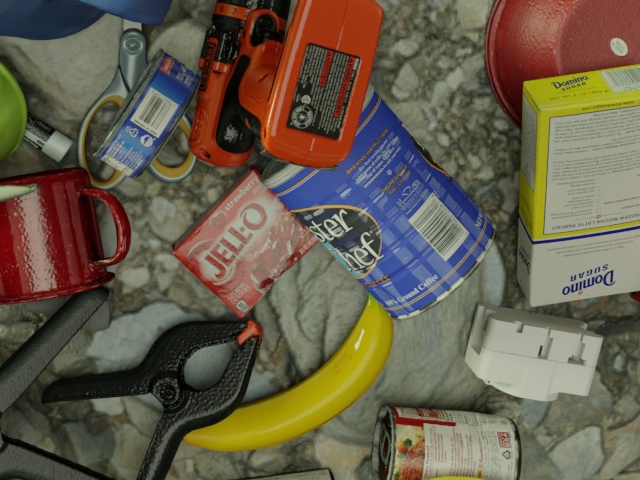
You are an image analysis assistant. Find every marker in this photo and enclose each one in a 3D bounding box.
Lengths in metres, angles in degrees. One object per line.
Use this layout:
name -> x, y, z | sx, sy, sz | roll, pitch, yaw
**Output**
marker -> -0.231, -0.097, 0.756 | 0.121, 0.020, 0.020 | 35, 96, -12

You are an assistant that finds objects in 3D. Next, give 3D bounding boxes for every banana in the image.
banana -> -0.013, 0.111, 0.820 | 0.198, 0.037, 0.070 | -39, 79, 0

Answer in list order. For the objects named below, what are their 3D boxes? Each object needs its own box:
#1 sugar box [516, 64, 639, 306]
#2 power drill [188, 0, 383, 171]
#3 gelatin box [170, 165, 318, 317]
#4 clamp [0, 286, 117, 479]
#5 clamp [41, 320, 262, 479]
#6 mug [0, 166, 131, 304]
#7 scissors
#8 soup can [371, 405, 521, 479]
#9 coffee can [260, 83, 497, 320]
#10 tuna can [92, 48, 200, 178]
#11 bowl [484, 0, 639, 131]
sugar box -> 0.193, -0.036, 0.773 | 0.093, 0.048, 0.176 | -8, 130, -4
power drill -> -0.026, -0.127, 0.689 | 0.057, 0.188, 0.184 | 9, 99, -23
gelatin box -> -0.055, 0.001, 0.792 | 0.089, 0.030, 0.073 | -45, 103, 4
clamp -> -0.223, 0.138, 0.732 | 0.209, 0.036, 0.164 | -19, 96, -19
clamp -> -0.110, 0.125, 0.797 | 0.171, 0.039, 0.120 | -29, 89, 3
mug -> -0.185, -0.006, 0.740 | 0.117, 0.093, 0.081 | -5, 99, 23
scissors -> -0.117, -0.127, 0.765 | 0.096, 0.016, 0.202 | 17, 100, -12
soup can -> 0.096, 0.166, 0.826 | 0.102, 0.068, 0.068 | 6, 101, -9
coffee can -> 0.042, -0.028, 0.759 | 0.103, 0.103, 0.140 | -43, 104, 3
tuna can -> -0.117, -0.085, 0.720 | 0.033, 0.086, 0.086 | 33, 96, -16
bowl -> 0.205, -0.141, 0.779 | 0.162, 0.055, 0.162 | -1, 102, -7
